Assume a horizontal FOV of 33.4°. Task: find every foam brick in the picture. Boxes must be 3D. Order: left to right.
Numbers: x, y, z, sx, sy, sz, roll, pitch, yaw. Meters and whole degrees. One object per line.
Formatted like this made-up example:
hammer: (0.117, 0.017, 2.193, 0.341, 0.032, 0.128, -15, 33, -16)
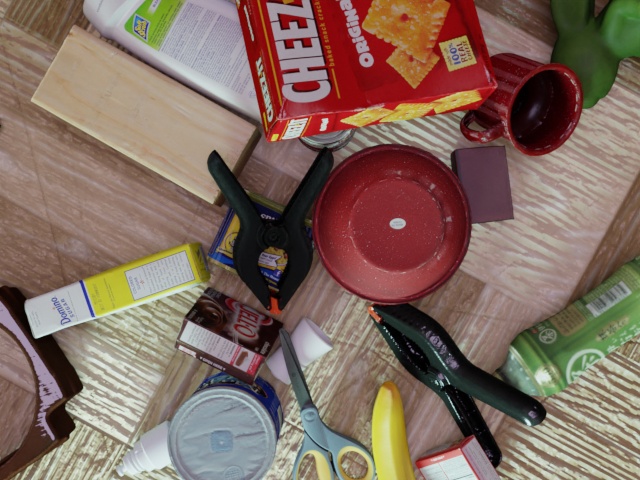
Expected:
foam brick: (0.165, -0.057, 1.096, 0.051, 0.053, 0.078, -7, 91, 1)

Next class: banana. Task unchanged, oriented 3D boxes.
banana: (0.086, 0.242, 1.095, 0.037, 0.070, 0.198, -13, 83, -34)

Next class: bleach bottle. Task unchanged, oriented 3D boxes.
bleach bottle: (-0.133, -0.213, 1.062, 0.251, 0.068, 0.102, 30, 89, 3)

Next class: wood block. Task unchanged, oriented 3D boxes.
wood block: (-0.172, -0.123, 1.084, 0.206, 0.091, 0.090, 30, 90, 1)

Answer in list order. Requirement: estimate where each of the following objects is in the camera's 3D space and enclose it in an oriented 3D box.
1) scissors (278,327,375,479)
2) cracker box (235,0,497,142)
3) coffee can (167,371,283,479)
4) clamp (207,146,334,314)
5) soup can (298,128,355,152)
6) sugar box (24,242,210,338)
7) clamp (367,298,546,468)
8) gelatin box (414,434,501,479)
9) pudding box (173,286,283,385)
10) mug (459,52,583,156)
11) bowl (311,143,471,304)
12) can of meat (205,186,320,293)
scissors: (0.008, 0.184, 1.100, 0.096, 0.016, 0.202, -3, 103, -7)
cracker box: (0.040, -0.193, 0.998, 0.213, 0.072, 0.164, -10, 78, -14)
coffee can: (-0.091, 0.187, 1.059, 0.103, 0.140, 0.103, 0, 90, 1)
clamp: (-0.057, -0.014, 1.038, 0.120, 0.039, 0.171, 8, 104, -1)
soup can: (0.004, -0.125, 1.074, 0.068, 0.102, 0.068, 0, 91, 1)
sugar box: (-0.203, 0.048, 1.084, 0.176, 0.093, 0.048, -17, 89, 1)
clamp: (0.131, 0.130, 1.062, 0.036, 0.165, 0.210, -37, 80, -25)
gelatin box: (0.149, 0.249, 1.089, 0.030, 0.073, 0.089, -32, 89, -41)
pudding box: (-0.091, 0.094, 1.072, 0.090, 0.113, 0.039, 25, 107, 0)
mug: (0.191, -0.134, 1.064, 0.117, 0.082, 0.093, -35, 124, -11)
bowl: (0.072, -0.015, 1.042, 0.162, 0.055, 0.162, 0, 93, -1)
can of meat: (-0.057, 0.001, 1.099, 0.102, 0.057, 0.084, 25, 92, 1)
